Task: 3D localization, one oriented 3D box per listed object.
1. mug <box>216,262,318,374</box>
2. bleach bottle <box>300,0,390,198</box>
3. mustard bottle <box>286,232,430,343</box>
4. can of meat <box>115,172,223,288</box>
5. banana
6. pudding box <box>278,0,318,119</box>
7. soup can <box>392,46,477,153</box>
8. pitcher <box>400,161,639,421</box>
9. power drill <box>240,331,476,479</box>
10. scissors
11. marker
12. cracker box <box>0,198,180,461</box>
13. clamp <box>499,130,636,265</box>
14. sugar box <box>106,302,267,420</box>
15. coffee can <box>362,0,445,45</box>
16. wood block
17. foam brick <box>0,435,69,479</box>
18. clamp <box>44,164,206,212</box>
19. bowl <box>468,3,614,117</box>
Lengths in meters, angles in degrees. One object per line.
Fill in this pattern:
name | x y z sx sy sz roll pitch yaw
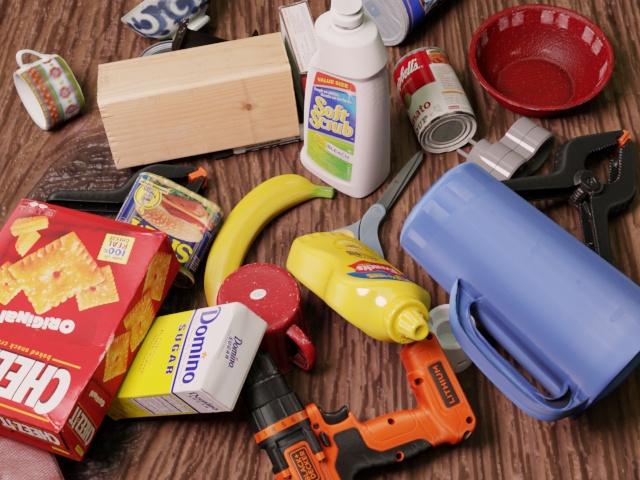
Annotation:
mug | -0.049 0.082 1.033 0.093 0.081 0.117 -40 63 -21
bleach bottle | 0.023 -0.152 1.083 0.103 0.251 0.068 36 65 24
mustard bottle | 0.046 0.048 0.983 0.096 0.058 0.192 12 13 -28
can of meat | -0.160 -0.011 1.095 0.102 0.057 0.084 27 69 -8
banana | -0.070 -0.010 1.122 0.070 0.037 0.197 30 63 25
pudding box | -0.015 -0.202 1.216 0.039 0.090 0.113 -15 56 -6
soup can | 0.127 -0.156 1.189 0.068 0.068 0.102 -14 57 -6
pitcher | 0.187 0.045 0.986 0.243 0.149 0.145 42 102 16
power drill | 0.031 0.153 0.970 0.187 0.057 0.184 -24 81 -11
scissors | 0.068 -0.012 1.128 0.201 0.016 0.096 -38 64 -19
marker | -0.068 -0.112 1.202 0.121 0.020 0.020 -13 56 -5
cracker box | -0.250 0.073 0.984 0.164 0.072 0.213 14 59 18
clamp | 0.263 -0.055 1.110 0.164 0.036 0.209 35 55 2
sugar box | -0.134 0.113 0.981 0.177 0.048 0.093 -16 42 45
coffee can | 0.106 -0.315 1.276 0.103 0.103 0.140 35 64 23
wood block | -0.134 -0.154 1.178 0.206 0.091 0.090 -10 38 -3
foam brick | -0.262 0.214 0.976 0.051 0.053 0.078 -25 57 -13
clamp | -0.205 -0.039 1.145 0.171 0.039 0.120 -37 81 -22
bowl | 0.248 -0.193 1.214 0.162 0.055 0.162 -2 56 2
